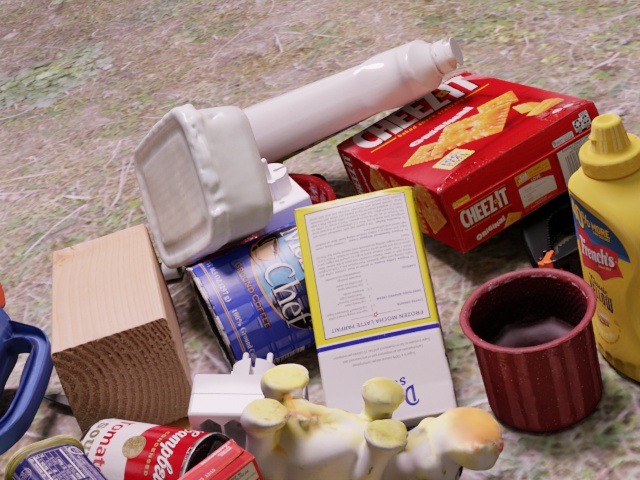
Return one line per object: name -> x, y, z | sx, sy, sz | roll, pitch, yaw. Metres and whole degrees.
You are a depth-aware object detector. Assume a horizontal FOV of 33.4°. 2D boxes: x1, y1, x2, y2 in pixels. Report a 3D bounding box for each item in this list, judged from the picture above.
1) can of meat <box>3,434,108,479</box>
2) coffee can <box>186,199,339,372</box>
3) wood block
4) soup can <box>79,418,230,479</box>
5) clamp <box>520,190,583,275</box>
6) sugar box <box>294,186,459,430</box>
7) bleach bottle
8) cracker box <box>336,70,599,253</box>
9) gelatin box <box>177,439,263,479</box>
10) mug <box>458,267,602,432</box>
can of meat -> -0.163, 0.194, 0.704 | 0.057, 0.102, 0.084 | -14, 27, -34
coffee can -> -0.026, 0.040, 0.878 | 0.140, 0.103, 0.103 | -25, 31, -11
wood block -> -0.168, 0.072, 0.893 | 0.090, 0.090, 0.206 | -19, 24, -6
soup can -> -0.117, 0.165, 0.760 | 0.102, 0.068, 0.068 | 2, 36, 31
clamp -> 0.240, -0.030, 0.914 | 0.165, 0.036, 0.209 | -3, 33, 30
sugar box -> 0.041, 0.053, 0.788 | 0.093, 0.048, 0.176 | -12, 71, 8
bleach bottle -> 0.018, -0.133, 1.033 | 0.251, 0.068, 0.102 | -20, 6, 27
cracker box -> 0.132, -0.081, 0.975 | 0.164, 0.072, 0.214 | -30, 25, -13
gelatin box -> -0.065, 0.183, 0.680 | 0.073, 0.089, 0.030 | -35, 34, -26
mug -> 0.151, 0.072, 0.752 | 0.093, 0.081, 0.117 | -12, 31, 11
